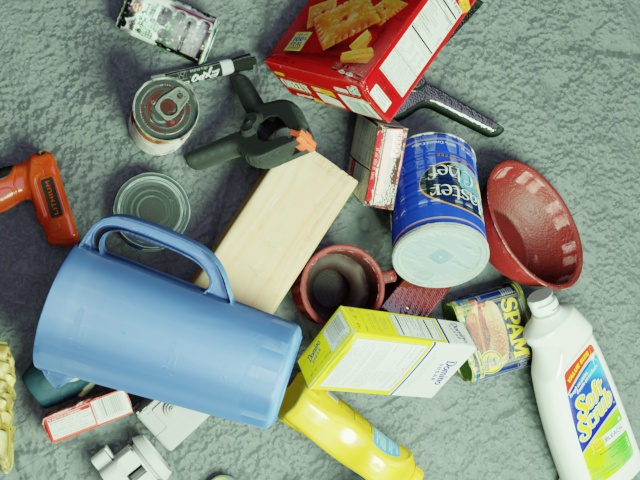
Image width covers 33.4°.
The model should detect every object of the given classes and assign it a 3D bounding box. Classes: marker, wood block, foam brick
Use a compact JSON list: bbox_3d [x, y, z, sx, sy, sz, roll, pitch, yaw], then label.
[{"bbox_3d":[-0.130,-0.188,1.194,0.121,0.020,0.020,-16,89,-14],"label":"marker"},{"bbox_3d":[-0.058,0.001,1.158,0.090,0.091,0.206,35,79,-7],"label":"wood block"},{"bbox_3d":[0.102,0.062,1.209,0.051,0.053,0.078,41,78,-7],"label":"foam brick"}]

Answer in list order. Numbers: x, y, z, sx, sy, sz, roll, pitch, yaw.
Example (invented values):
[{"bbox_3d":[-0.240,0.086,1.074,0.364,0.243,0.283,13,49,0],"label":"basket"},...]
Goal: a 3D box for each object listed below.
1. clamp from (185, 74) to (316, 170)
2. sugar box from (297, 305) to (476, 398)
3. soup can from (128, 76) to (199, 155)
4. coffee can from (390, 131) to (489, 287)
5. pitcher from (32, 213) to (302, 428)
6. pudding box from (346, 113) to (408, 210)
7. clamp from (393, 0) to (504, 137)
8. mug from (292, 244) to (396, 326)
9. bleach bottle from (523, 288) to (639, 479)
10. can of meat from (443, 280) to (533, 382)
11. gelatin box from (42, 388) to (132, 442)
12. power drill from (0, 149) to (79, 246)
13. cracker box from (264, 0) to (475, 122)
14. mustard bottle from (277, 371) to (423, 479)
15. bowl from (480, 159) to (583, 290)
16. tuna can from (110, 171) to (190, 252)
[{"bbox_3d":[-0.066,-0.127,1.144,0.039,0.172,0.120,31,72,-47],"label":"clamp"},{"bbox_3d":[0.073,0.122,1.148,0.175,0.093,0.048,9,40,-39],"label":"sugar box"},{"bbox_3d":[-0.169,-0.130,1.137,0.068,0.102,0.068,1,85,-13],"label":"soup can"},{"bbox_3d":[0.126,-0.034,1.165,0.102,0.103,0.140,10,49,-12],"label":"coffee can"},{"bbox_3d":[-0.143,0.087,1.040,0.243,0.149,0.145,18,54,1],"label":"pitcher"},{"bbox_3d":[0.060,-0.090,1.170,0.039,0.113,0.090,8,104,-13],"label":"pudding box"},{"bbox_3d":[0.113,-0.180,1.239,0.209,0.036,0.164,-17,91,-11],"label":"clamp"},{"bbox_3d":[0.026,0.050,1.178,0.117,0.082,0.093,-16,89,-14],"label":"mug"},{"bbox_3d":[0.280,0.170,1.196,0.102,0.068,0.251,-32,111,-18],"label":"bleach bottle"},{"bbox_3d":[0.194,0.106,1.226,0.084,0.057,0.102,-14,89,-12],"label":"can of meat"},{"bbox_3d":[-0.243,0.179,1.110,0.089,0.073,0.030,-20,89,-13],"label":"gelatin box"},{"bbox_3d":[-0.351,-0.007,1.108,0.187,0.057,0.184,-15,89,-14],"label":"power drill"},{"bbox_3d":[0.062,-0.245,1.166,0.213,0.164,0.072,-55,134,-10],"label":"cracker box"},{"bbox_3d":[0.042,0.222,1.160,0.191,0.096,0.058,38,93,-8],"label":"mustard bottle"},{"bbox_3d":[0.228,-0.009,1.221,0.161,0.055,0.162,24,50,-33],"label":"bowl"},{"bbox_3d":[-0.184,-0.031,1.161,0.086,0.034,0.086,1,85,-13],"label":"tuna can"}]
